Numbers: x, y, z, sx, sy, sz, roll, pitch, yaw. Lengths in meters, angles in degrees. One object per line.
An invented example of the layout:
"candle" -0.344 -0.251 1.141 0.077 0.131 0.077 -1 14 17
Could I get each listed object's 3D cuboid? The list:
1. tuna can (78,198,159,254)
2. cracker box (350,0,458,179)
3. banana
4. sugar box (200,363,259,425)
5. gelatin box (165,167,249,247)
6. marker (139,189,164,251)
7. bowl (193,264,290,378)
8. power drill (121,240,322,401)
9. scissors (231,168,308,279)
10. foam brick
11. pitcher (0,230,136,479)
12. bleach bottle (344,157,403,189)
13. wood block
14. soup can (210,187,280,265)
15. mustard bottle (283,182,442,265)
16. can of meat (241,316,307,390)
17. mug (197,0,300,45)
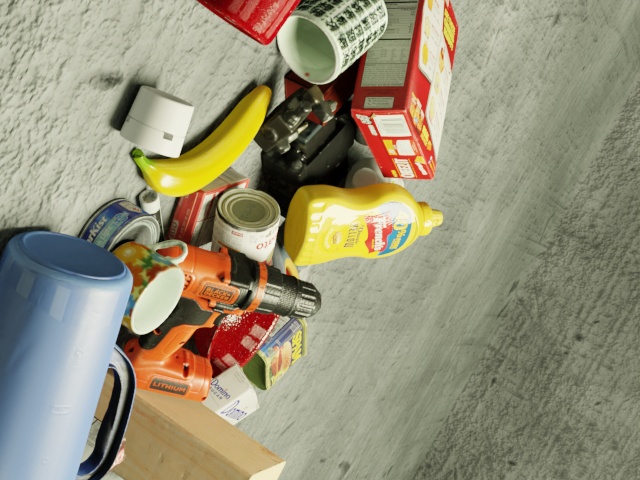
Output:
"tuna can" -0.191 0.006 1.006 0.086 0.034 0.086 -48 157 -29
"cracker box" 0.099 -0.200 1.224 0.164 0.072 0.213 54 43 -61
"banana" -0.111 -0.091 1.057 0.197 0.037 0.070 -38 151 -45
"sugar box" -0.158 0.223 1.282 0.176 0.048 0.093 -31 159 -10
"gelatin box" -0.120 -0.033 1.127 0.089 0.030 0.073 -25 142 -58
"marker" -0.166 -0.006 1.071 0.020 0.020 0.121 -47 156 -30
"bowl" -0.105 0.086 1.290 0.162 0.055 0.162 -48 157 -28
"power drill" -0.113 0.088 1.112 0.188 0.184 0.057 -56 -152 33
"scissors" -0.058 0.002 1.224 0.201 0.016 0.096 44 42 -58
"foam brick" 0.004 -0.177 1.187 0.078 0.051 0.053 -48 156 -28
"pitcher" -0.239 0.121 0.917 0.149 0.145 0.243 -51 164 -75
"bleach bottle" 0.066 -0.064 1.375 0.251 0.068 0.102 53 53 -81
"wood block" -0.155 0.224 1.145 0.090 0.206 0.090 -62 160 8
"soup can" -0.082 0.003 1.122 0.068 0.068 0.102 -40 154 -42
"mustard bottle" 0.057 -0.022 1.243 0.191 0.058 0.096 -4 128 -25
"can of meat" -0.066 0.148 1.467 0.083 0.057 0.102 -44 154 -30
"mug" -0.065 -0.228 0.919 0.117 0.093 0.081 31 96 -39
